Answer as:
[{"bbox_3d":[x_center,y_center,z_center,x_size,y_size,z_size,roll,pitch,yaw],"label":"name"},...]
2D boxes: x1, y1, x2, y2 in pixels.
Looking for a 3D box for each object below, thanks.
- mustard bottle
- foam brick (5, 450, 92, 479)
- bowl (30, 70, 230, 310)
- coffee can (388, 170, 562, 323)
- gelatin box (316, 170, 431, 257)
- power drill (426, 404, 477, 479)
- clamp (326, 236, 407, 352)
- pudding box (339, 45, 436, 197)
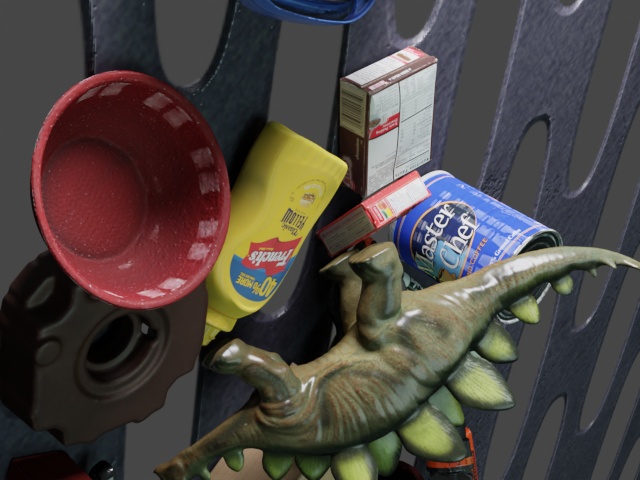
[{"bbox_3d":[-0.055,0.001,0.886,0.191,0.058,0.096,-60,149,4],"label":"mustard bottle"},{"bbox_3d":[-0.223,0.217,0.858,0.051,0.053,0.078,-1,118,-49],"label":"foam brick"},{"bbox_3d":[-0.139,-0.032,0.733,0.161,0.055,0.162,7,80,-45],"label":"bowl"},{"bbox_3d":[0.152,0.005,1.059,0.102,0.140,0.103,-29,135,-33],"label":"coffee can"},{"bbox_3d":[0.048,-0.022,0.972,0.073,0.030,0.089,-31,178,-34],"label":"gelatin box"},{"bbox_3d":[0.152,0.262,1.247,0.187,0.057,0.184,24,63,-80],"label":"power drill"},{"bbox_3d":[0.055,0.084,1.012,0.120,0.039,0.171,11,77,-15],"label":"clamp"},{"bbox_3d":[0.060,-0.106,0.957,0.089,0.039,0.113,-31,139,-33],"label":"pudding box"}]
